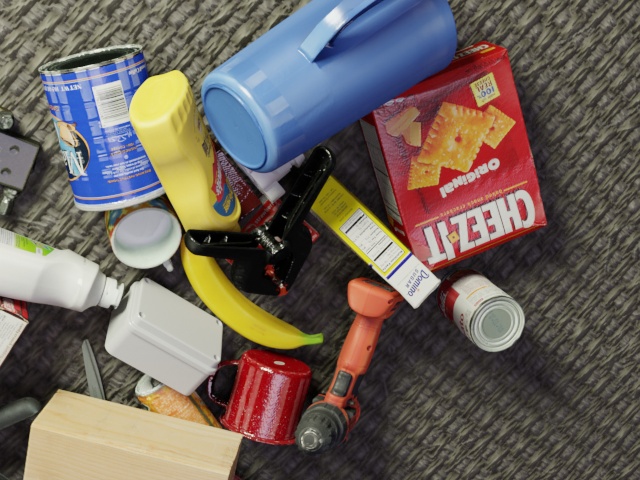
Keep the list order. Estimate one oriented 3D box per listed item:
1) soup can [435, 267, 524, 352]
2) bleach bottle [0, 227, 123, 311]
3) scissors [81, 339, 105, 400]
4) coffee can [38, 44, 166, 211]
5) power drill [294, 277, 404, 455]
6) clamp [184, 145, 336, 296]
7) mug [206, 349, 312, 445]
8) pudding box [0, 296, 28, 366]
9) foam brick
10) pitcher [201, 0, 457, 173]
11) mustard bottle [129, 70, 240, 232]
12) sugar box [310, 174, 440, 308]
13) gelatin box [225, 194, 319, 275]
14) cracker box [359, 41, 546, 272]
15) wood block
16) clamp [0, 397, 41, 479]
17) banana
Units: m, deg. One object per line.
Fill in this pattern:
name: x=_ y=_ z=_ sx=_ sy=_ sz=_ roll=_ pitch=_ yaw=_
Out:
soup can: x=0.182 y=0.078 z=1.218 sx=0.068 sy=0.102 sz=0.068 roll=-5 pitch=108 yaw=-15
bleach bottle: x=-0.318 y=0.022 z=1.058 sx=0.250 sy=0.103 sz=0.068 roll=19 pitch=102 yaw=-19
scissors: x=-0.257 y=0.212 z=1.182 sx=0.096 sy=0.016 sz=0.201 roll=-26 pitch=112 yaw=-7
coffee can: x=-0.208 y=-0.111 z=1.048 sx=0.102 sy=0.103 sz=0.140 roll=-15 pitch=110 yaw=-11
power drill: x=0.029 y=0.136 z=1.164 sx=0.057 sy=0.184 sz=0.188 roll=22 pitch=96 yaw=9
clamp: x=-0.060 y=0.005 z=1.059 sx=0.164 sy=0.036 sz=0.210 roll=-30 pitch=155 yaw=-20
mug: x=-0.069 y=0.168 z=1.189 sx=0.117 sy=0.093 sz=0.081 roll=16 pitch=98 yaw=7
pudding box: x=-0.340 y=0.103 z=1.084 sx=0.039 sy=0.090 sz=0.113 roll=29 pitch=98 yaw=-22
foam brick: x=-0.107 y=-0.058 z=1.120 sx=0.051 sy=0.053 sz=0.078 roll=-38 pitch=112 yaw=-2
pitcher: x=0.009 y=-0.174 z=1.025 sx=0.242 sy=0.145 sz=0.149 roll=-37 pitch=125 yaw=-26
mustard bottle: x=-0.121 y=-0.061 z=1.030 sx=0.058 sy=0.096 sz=0.191 roll=-15 pitch=126 yaw=9
sugar box: x=0.050 y=-0.004 z=1.124 sx=0.176 sy=0.093 sz=0.048 roll=41 pitch=92 yaw=4
gelatin box: x=-0.058 y=0.002 z=1.165 sx=0.073 sy=0.030 sz=0.089 roll=41 pitch=92 yaw=-23
cracker box: x=0.144 y=-0.089 z=1.172 sx=0.164 sy=0.072 sz=0.213 roll=-21 pitch=112 yaw=-8
wood block: x=-0.196 y=0.237 z=1.123 sx=0.206 sy=0.090 sz=0.091 roll=13 pitch=108 yaw=2
clamp: x=-0.376 y=0.221 z=1.102 sx=0.171 sy=0.039 sz=0.120 roll=0 pitch=102 yaw=-12
banana: x=-0.088 y=0.065 z=1.165 sx=0.197 sy=0.037 sz=0.070 roll=38 pitch=118 yaw=-20
